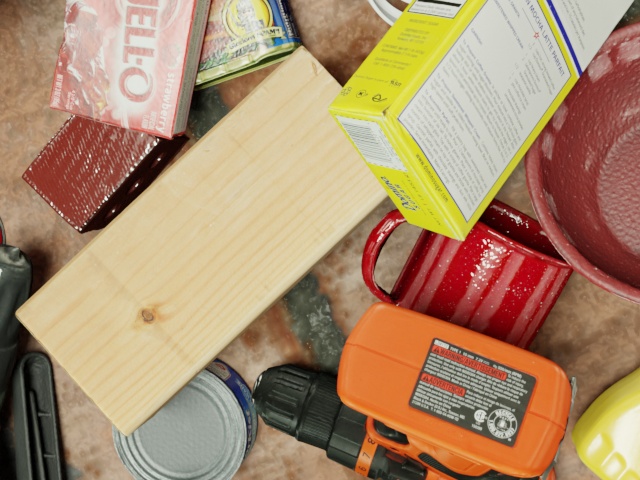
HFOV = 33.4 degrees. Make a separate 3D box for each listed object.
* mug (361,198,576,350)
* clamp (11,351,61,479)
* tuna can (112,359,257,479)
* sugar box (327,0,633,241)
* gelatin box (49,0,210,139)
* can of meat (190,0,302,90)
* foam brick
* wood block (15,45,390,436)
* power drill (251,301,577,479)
[{"bbox_3d":[0.076,0.021,0.586,0.117,0.093,0.081,20,107,-23],"label":"mug"},{"bbox_3d":[-0.173,0.187,0.674,0.165,0.036,0.210,44,116,32],"label":"clamp"},{"bbox_3d":[-0.083,0.114,0.662,0.086,0.033,0.086,1,97,11],"label":"tuna can"},{"bbox_3d":[0.087,-0.098,0.532,0.048,0.093,0.176,18,65,45],"label":"sugar box"},{"bbox_3d":[-0.104,-0.107,0.585,0.073,0.030,0.089,15,104,8],"label":"gelatin box"},{"bbox_3d":[-0.069,-0.134,0.619,0.102,0.057,0.084,-17,96,13],"label":"can of meat"},{"bbox_3d":[-0.129,-0.050,0.642,0.051,0.053,0.078,44,103,3],"label":"foam brick"},{"bbox_3d":[-0.054,0.001,0.594,0.206,0.090,0.091,-42,88,0],"label":"wood block"},{"bbox_3d":[0.046,0.092,0.562,0.184,0.188,0.057,19,71,7],"label":"power drill"}]
